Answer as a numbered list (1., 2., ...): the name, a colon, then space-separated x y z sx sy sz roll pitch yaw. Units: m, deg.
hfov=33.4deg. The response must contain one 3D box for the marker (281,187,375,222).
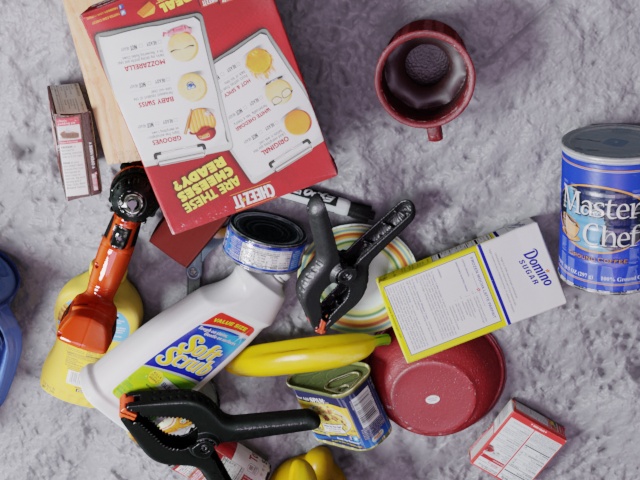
1. marker: -0.001 -0.042 1.117 0.121 0.020 0.020 17 115 -1

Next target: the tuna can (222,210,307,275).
1. tuna can: -0.057 0.001 1.107 0.086 0.086 0.034 15 113 0

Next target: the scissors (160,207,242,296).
1. scissors: -0.120 0.023 1.163 0.096 0.016 0.202 -7 113 10

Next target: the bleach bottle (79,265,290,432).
1. bleach bottle: -0.135 0.099 1.151 0.251 0.068 0.102 -41 122 6

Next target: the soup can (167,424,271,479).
1. soup can: -0.117 0.261 1.241 0.102 0.068 0.069 36 113 -10

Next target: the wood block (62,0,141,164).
1. wood block: -0.180 -0.189 1.034 0.090 0.090 0.206 -7 113 9

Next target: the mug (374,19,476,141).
1. mug: 0.103 -0.152 1.020 0.093 0.081 0.117 -11 112 11

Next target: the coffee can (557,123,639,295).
1. coffee can: 0.285 -0.032 1.041 0.103 0.102 0.140 -1 114 7

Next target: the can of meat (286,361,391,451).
1. can of meat: 0.022 0.180 1.176 0.102 0.057 0.084 4 125 47

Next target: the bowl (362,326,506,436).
1. bowl: 0.124 0.158 1.172 0.162 0.055 0.162 3 115 6

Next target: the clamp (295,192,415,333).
1. clamp: 0.013 0.020 1.090 0.120 0.039 0.172 15 117 -28

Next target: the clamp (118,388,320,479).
1. clamp: -0.125 0.222 1.150 0.209 0.036 0.165 20 114 -20

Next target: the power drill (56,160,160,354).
1. power drill: -0.203 0.014 1.057 0.057 0.184 0.188 22 97 -8

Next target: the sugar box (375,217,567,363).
1. sugar box: 0.155 0.051 1.105 0.176 0.048 0.093 -21 98 3

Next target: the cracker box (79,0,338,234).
1. cracker box: -0.097 -0.135 0.964 0.164 0.072 0.213 -19 110 4

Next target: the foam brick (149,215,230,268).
1. foam brick: -0.132 -0.020 1.106 0.051 0.053 0.078 37 112 -11

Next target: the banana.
1. banana: -0.025 0.127 1.158 0.198 0.069 0.037 -9 76 19

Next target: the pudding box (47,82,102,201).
1. pudding box: -0.248 -0.101 1.070 0.039 0.114 0.090 -11 115 -16

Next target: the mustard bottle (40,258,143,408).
1. mustard bottle: -0.249 0.092 1.186 0.096 0.058 0.192 16 115 -2

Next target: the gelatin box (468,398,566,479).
1. gelatin box: 0.222 0.232 1.207 0.073 0.030 0.089 30 114 -8
